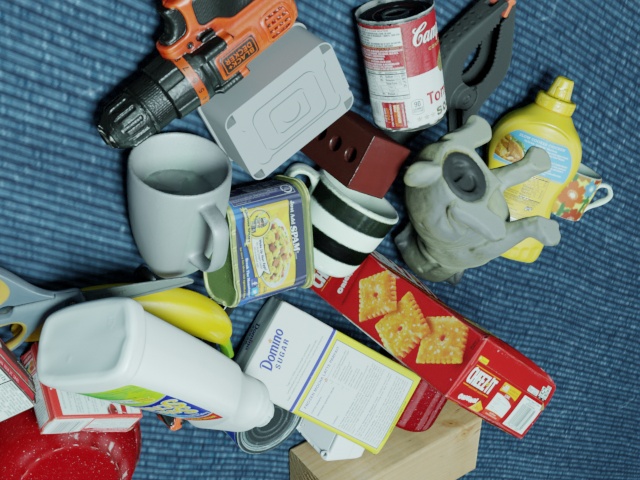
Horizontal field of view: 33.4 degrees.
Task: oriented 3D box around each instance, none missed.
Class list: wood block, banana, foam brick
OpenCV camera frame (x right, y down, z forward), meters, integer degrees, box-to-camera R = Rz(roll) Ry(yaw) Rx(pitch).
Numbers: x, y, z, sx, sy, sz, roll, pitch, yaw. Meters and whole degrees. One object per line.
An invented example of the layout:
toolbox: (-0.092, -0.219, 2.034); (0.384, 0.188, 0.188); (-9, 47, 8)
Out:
wood block: (0.074, 0.249, 1.215); (0.205, 0.090, 0.091); (-23, 132, -27)
banana: (-0.153, 0.066, 0.893); (0.197, 0.037, 0.070); (10, 113, -25)
foam brick: (0.029, -0.080, 0.946); (0.051, 0.078, 0.053); (15, 109, -47)

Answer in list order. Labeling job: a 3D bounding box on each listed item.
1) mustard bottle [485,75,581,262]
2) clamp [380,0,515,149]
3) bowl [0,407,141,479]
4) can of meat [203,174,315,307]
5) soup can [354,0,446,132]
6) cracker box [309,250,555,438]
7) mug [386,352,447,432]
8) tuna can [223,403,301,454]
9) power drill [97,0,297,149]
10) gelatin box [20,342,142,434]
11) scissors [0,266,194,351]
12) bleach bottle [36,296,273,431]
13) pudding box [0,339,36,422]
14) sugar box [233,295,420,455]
mustard bottle: (0.214, -0.078, 1.103); (0.096, 0.058, 0.192); (21, 109, -1)
clamp: (0.119, -0.138, 1.012); (0.164, 0.036, 0.210); (-3, 125, -40)
bowl: (-0.226, 0.202, 0.927); (0.161, 0.055, 0.162); (-12, 118, -23)
can of meat: (-0.056, 0.001, 0.930); (0.083, 0.058, 0.102); (-16, 111, -36)
soup can: (0.071, -0.153, 0.922); (0.068, 0.069, 0.102); (-26, 122, -24)
cracker box: (0.105, 0.088, 1.031); (0.072, 0.214, 0.164); (-54, 138, 2)
mug: (0.110, 0.154, 1.185); (0.117, 0.093, 0.082); (-12, 133, -57)
tuna can: (-0.059, 0.175, 1.090); (0.086, 0.034, 0.086); (-22, 131, -27)
power drill: (-0.116, -0.175, 0.771); (0.184, 0.057, 0.187); (-42, 141, -14)
gelatin box: (-0.201, 0.124, 0.900); (0.089, 0.073, 0.030); (7, 139, -44)
scissors: (-0.208, 0.035, 0.830); (0.201, 0.016, 0.096); (-23, 124, -2)
bleach bottle: (-0.113, 0.116, 0.888); (0.250, 0.103, 0.068); (32, 54, -52)
pudding box: (-0.290, 0.114, 0.822); (0.113, 0.039, 0.090); (-26, 134, -1)
sugar box: (0.004, 0.133, 1.052); (0.176, 0.048, 0.093); (31, 86, -22)
